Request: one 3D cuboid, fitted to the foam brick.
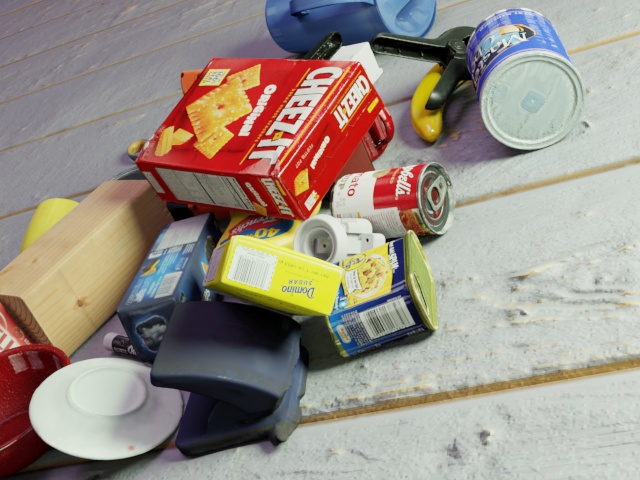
[{"bbox_3d":[0.019,-0.084,1.141,0.051,0.078,0.053,-36,31,-19],"label":"foam brick"}]

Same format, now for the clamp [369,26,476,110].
[{"bbox_3d":[0.142,-0.213,1.218,0.171,0.039,0.120,-28,68,-37],"label":"clamp"}]

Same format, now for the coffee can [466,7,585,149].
[{"bbox_3d":[0.208,-0.169,1.099,0.103,0.103,0.140,-20,28,12],"label":"coffee can"}]

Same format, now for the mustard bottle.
[{"bbox_3d":[-0.057,0.001,1.079,0.096,0.058,0.191,-12,31,16],"label":"mustard bottle"}]

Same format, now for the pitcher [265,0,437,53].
[{"bbox_3d":[0.029,-0.332,1.503,0.243,0.149,0.145,-1,55,45],"label":"pitcher"}]

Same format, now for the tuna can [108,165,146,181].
[{"bbox_3d":[-0.243,-0.061,1.371,0.086,0.033,0.086,-20,28,11],"label":"tuna can"}]

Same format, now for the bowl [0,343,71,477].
[{"bbox_3d":[-0.293,0.168,0.986,0.162,0.055,0.162,-17,31,10],"label":"bowl"}]

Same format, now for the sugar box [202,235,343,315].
[{"bbox_3d":[-0.046,0.034,0.908,0.176,0.093,0.048,149,139,-77],"label":"sugar box"}]

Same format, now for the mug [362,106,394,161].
[{"bbox_3d":[0.035,-0.130,1.201,0.117,0.081,0.093,1,38,42],"label":"mug"}]

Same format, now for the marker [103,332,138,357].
[{"bbox_3d":[-0.169,0.106,1.034,0.121,0.020,0.020,5,41,45],"label":"marker"}]

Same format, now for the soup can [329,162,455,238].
[{"bbox_3d":[0.069,-0.035,1.024,0.102,0.068,0.068,-5,34,36],"label":"soup can"}]

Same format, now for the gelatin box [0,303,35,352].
[{"bbox_3d":[-0.329,0.115,1.077,0.030,0.089,0.073,-15,27,41],"label":"gelatin box"}]

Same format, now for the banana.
[{"bbox_3d":[0.144,-0.174,1.234,0.070,0.037,0.197,-1,36,40],"label":"banana"}]

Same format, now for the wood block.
[{"bbox_3d":[-0.256,0.029,1.165,0.090,0.091,0.205,2,38,42],"label":"wood block"}]

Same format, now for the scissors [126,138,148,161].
[{"bbox_3d":[-0.199,-0.128,1.469,0.096,0.016,0.202,-40,31,-25],"label":"scissors"}]

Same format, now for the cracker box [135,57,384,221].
[{"bbox_3d":[-0.067,-0.112,1.102,0.214,0.072,0.164,9,56,41],"label":"cracker box"}]

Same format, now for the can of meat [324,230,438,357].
[{"bbox_3d":[0.050,0.046,0.910,0.084,0.057,0.102,-21,27,14],"label":"can of meat"}]
